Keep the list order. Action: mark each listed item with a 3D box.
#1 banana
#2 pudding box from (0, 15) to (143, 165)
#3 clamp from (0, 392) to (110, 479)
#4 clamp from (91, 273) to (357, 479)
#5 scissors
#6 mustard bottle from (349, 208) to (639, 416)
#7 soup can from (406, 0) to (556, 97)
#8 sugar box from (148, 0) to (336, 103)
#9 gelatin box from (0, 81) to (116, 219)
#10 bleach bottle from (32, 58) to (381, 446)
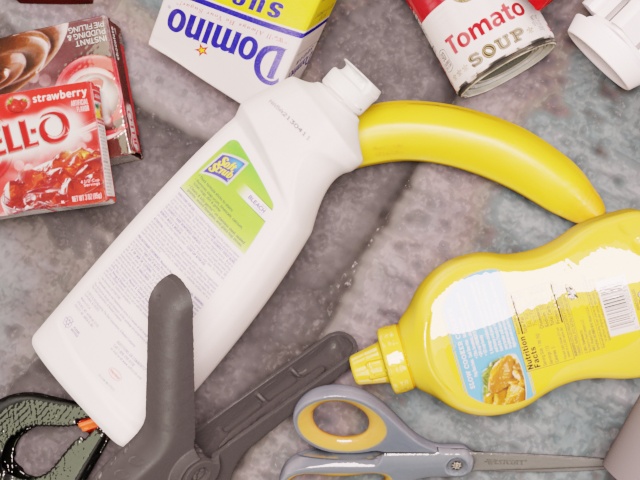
[{"bbox_3d":[0.077,-0.050,0.658,0.198,0.037,0.070,4,107,8],"label":"banana"},{"bbox_3d":[-0.176,-0.086,0.680,0.113,0.039,0.090,-12,85,5],"label":"pudding box"},{"bbox_3d":[-0.213,0.138,0.665,0.171,0.039,0.120,-34,89,-4],"label":"clamp"},{"bbox_3d":[-0.070,0.122,0.621,0.036,0.164,0.210,38,106,41],"label":"clamp"},{"bbox_3d":[0.070,0.117,0.634,0.202,0.016,0.096,-12,117,5],"label":"scissors"},{"bbox_3d":[0.111,0.051,0.631,0.191,0.058,0.096,-16,96,4],"label":"mustard bottle"},{"bbox_3d":[0.089,-0.146,0.646,0.068,0.068,0.102,-28,84,2],"label":"soup can"},{"bbox_3d":[-0.030,-0.168,0.624,0.093,0.048,0.176,32,123,7],"label":"sugar box"},{"bbox_3d":[-0.174,-0.053,0.644,0.089,0.030,0.073,-8,90,2],"label":"gelatin box"},{"bbox_3d":[-0.054,0.001,0.632,0.102,0.068,0.251,45,98,13],"label":"bleach bottle"}]
